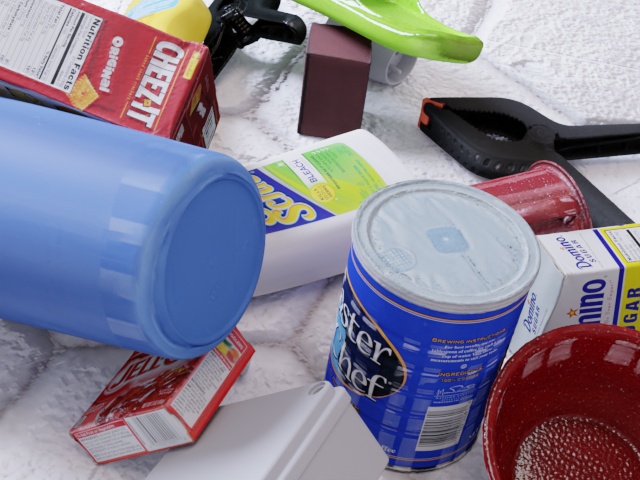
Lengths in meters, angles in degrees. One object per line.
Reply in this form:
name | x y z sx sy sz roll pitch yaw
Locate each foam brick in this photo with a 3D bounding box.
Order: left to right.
foam brick | 0.012 -0.127 0.858 0.051 0.078 0.053 8 41 0

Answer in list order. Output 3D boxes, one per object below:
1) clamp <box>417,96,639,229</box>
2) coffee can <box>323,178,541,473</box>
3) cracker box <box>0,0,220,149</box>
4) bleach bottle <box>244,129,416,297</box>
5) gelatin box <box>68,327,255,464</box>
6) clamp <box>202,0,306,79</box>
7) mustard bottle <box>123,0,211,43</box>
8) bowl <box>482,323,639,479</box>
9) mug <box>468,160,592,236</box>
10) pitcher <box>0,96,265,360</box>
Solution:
clamp | 0.183 -0.076 0.863 0.210 0.036 0.164 25 43 17
coffee can | 0.059 0.050 0.616 0.102 0.140 0.103 5 41 -5
cracker box | -0.175 -0.113 0.684 0.213 0.164 0.072 21 83 0
bleach bottle | -0.055 0.001 0.713 0.250 0.068 0.103 -20 52 -26
gelatin box | -0.089 0.084 0.595 0.030 0.089 0.073 54 42 -18
clamp | -0.061 -0.186 0.908 0.120 0.039 0.171 -17 38 18
mustard bottle | -0.136 -0.157 0.860 0.096 0.058 0.191 -24 32 27
bowl | 0.158 0.129 0.591 0.162 0.055 0.162 6 58 -10
mug | 0.130 -0.004 0.718 0.081 0.117 0.093 -13 81 -17
pitcher | -0.150 -0.016 0.603 0.243 0.145 0.149 13 65 28
